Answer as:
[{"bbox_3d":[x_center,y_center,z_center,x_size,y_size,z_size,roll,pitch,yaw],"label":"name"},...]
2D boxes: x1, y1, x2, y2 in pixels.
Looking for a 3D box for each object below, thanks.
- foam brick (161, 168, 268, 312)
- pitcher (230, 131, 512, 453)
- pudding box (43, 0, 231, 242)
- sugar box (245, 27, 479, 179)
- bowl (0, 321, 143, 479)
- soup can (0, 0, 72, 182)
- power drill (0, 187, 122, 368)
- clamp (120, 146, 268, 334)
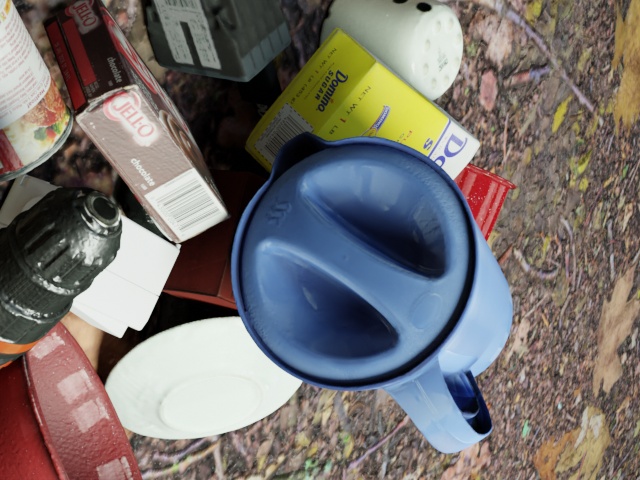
[{"bbox_3d":[-0.054,0.001,0.640,0.052,0.051,0.078,26,75,-49],"label":"foam brick"},{"bbox_3d":[0.054,0.040,0.652,0.242,0.145,0.149,30,74,-69],"label":"pitcher"},{"bbox_3d":[-0.098,-0.064,0.573,0.039,0.090,0.113,-28,138,1],"label":"pudding box"},{"bbox_3d":[0.034,-0.062,0.698,0.093,0.048,0.176,-49,148,12],"label":"sugar box"},{"bbox_3d":[-0.144,0.119,0.571,0.055,0.162,0.162,-24,133,-1],"label":"bowl"},{"bbox_3d":[-0.166,-0.084,0.491,0.068,0.069,0.102,-49,139,-29],"label":"soup can"},{"bbox_3d":[-0.179,0.056,0.429,0.057,0.185,0.187,52,30,0],"label":"power drill"},{"bbox_3d":[-0.081,0.026,0.683,0.120,0.039,0.171,-7,104,-46],"label":"clamp"}]
